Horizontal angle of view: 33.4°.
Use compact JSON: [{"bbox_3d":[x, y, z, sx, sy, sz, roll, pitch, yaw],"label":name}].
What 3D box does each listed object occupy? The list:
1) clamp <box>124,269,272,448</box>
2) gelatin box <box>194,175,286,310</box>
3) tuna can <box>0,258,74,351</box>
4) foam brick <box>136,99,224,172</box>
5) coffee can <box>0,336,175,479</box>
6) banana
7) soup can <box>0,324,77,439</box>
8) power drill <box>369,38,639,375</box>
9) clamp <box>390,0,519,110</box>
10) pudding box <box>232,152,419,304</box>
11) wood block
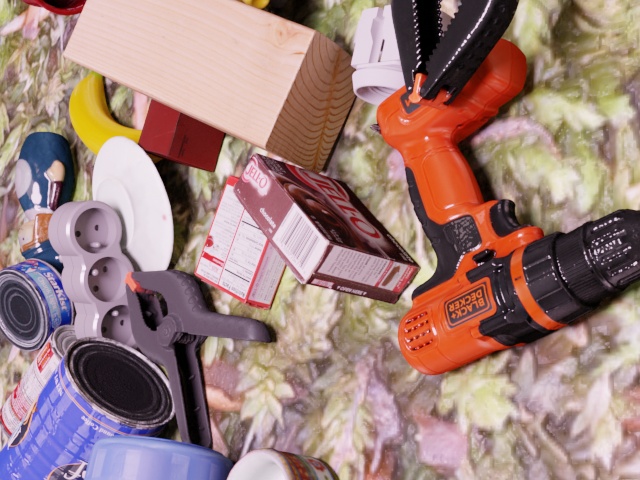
[{"bbox_3d":[-0.114,0.087,0.869,0.172,0.039,0.120,34,99,45],"label":"clamp"},{"bbox_3d":[-0.056,0.001,0.839,0.073,0.030,0.089,24,96,46],"label":"gelatin box"},{"bbox_3d":[-0.279,0.063,1.027,0.086,0.033,0.086,13,113,33],"label":"tuna can"},{"bbox_3d":[-0.115,-0.105,0.918,0.051,0.052,0.078,19,91,48],"label":"foam brick"},{"bbox_3d":[-0.198,0.165,0.886,0.140,0.102,0.103,-54,46,21],"label":"coffee can"},{"bbox_3d":[-0.201,-0.112,1.023,0.070,0.037,0.198,-59,44,17],"label":"banana"},{"bbox_3d":[-0.236,0.135,0.962,0.102,0.068,0.068,-53,46,21],"label":"soup can"},{"bbox_3d":[0.108,-0.029,0.652,0.185,0.057,0.187,-31,57,37],"label":"power drill"},{"bbox_3d":[0.094,-0.183,0.630,0.165,0.036,0.210,9,92,50],"label":"clamp"},{"bbox_3d":[0.002,-0.009,0.736,0.039,0.089,0.114,-56,45,21],"label":"pudding box"},{"bbox_3d":[-0.083,-0.137,0.817,0.206,0.090,0.091,26,93,28],"label":"wood block"}]
